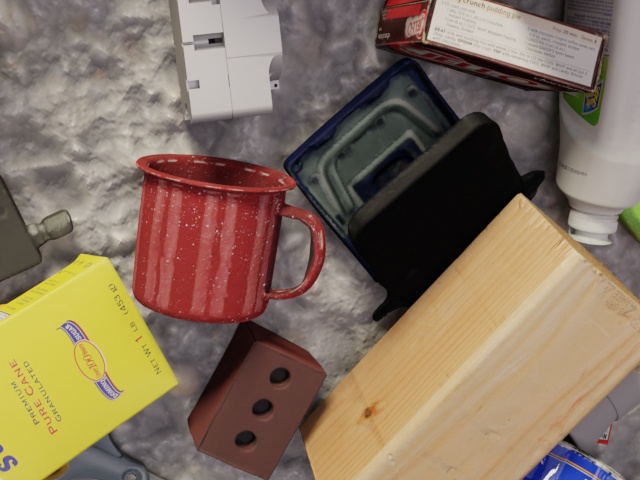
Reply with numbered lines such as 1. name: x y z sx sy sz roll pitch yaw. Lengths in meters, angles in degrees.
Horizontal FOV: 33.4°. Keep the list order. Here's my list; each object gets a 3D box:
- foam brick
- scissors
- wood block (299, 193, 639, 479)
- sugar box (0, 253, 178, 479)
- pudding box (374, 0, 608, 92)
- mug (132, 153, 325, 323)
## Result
1. foam brick: -0.040 0.098 0.665 0.053 0.051 0.078 27 93 -17
2. scissors: -0.121 0.128 0.670 0.201 0.016 0.096 15 96 -16
3. wood block: 0.093 0.086 0.647 0.090 0.091 0.206 37 103 -25
4. sugar box: -0.177 0.091 0.602 0.176 0.048 0.093 -36 109 -27
5. pudding box: 0.099 -0.119 0.639 0.113 0.090 0.039 11 97 -15
6. mug: -0.054 0.001 0.620 0.117 0.093 0.081 11 103 10
